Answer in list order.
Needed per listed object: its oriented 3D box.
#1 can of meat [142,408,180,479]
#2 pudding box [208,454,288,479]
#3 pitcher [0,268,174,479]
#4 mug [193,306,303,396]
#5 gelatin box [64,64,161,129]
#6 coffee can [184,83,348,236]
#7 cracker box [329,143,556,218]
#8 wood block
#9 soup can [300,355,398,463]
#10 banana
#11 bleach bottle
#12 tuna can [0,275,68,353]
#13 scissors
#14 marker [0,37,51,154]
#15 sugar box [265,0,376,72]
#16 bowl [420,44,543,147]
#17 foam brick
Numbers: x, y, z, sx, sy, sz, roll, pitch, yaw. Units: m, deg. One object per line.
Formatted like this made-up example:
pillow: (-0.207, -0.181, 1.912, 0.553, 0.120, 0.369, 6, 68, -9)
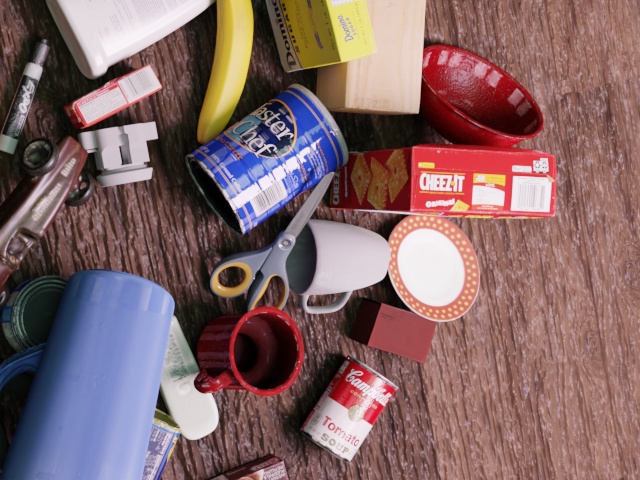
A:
can of meat: (-0.190, 0.216, 1.103, 0.057, 0.102, 0.084, 26, 84, -20)
pudding box: (-0.084, 0.300, 1.182, 0.113, 0.039, 0.090, -18, 101, -18)
pitcher: (-0.228, 0.153, 1.015, 0.149, 0.145, 0.243, 30, 62, -41)
mug: (-0.086, 0.125, 1.129, 0.117, 0.082, 0.093, -40, 108, -33)
gelatin box: (-0.211, -0.145, 1.077, 0.089, 0.073, 0.030, -30, 103, -15)
coffee can: (-0.056, -0.085, 1.123, 0.140, 0.103, 0.103, -36, 106, -14)
cracker box: (0.123, -0.063, 1.132, 0.164, 0.214, 0.072, 1, 93, -21)
wood block: (0.056, -0.242, 1.157, 0.090, 0.091, 0.206, 2, 94, -21)
soup can: (0.032, 0.189, 1.200, 0.068, 0.069, 0.102, 36, 83, -19)
banana: (-0.100, -0.196, 1.109, 0.069, 0.037, 0.198, -28, 135, -43)
bleach bottle: (-0.148, -0.264, 1.096, 0.250, 0.068, 0.102, -30, 108, -18)
tuna can: (-0.278, 0.079, 1.080, 0.085, 0.034, 0.086, 4, 83, -37)
scissors: (-0.057, 0.001, 1.128, 0.096, 0.016, 0.202, 14, 122, -6)
marker: (-0.298, -0.146, 1.073, 0.020, 0.020, 0.121, 20, 88, -21)
sugar box: (-0.005, -0.224, 1.090, 0.048, 0.176, 0.093, -18, 100, -20)
bowl: (0.167, -0.149, 1.197, 0.162, 0.162, 0.055, 15, 128, -21)
foam brick: (0.084, 0.102, 1.220, 0.078, 0.051, 0.053, 20, 87, -21)
